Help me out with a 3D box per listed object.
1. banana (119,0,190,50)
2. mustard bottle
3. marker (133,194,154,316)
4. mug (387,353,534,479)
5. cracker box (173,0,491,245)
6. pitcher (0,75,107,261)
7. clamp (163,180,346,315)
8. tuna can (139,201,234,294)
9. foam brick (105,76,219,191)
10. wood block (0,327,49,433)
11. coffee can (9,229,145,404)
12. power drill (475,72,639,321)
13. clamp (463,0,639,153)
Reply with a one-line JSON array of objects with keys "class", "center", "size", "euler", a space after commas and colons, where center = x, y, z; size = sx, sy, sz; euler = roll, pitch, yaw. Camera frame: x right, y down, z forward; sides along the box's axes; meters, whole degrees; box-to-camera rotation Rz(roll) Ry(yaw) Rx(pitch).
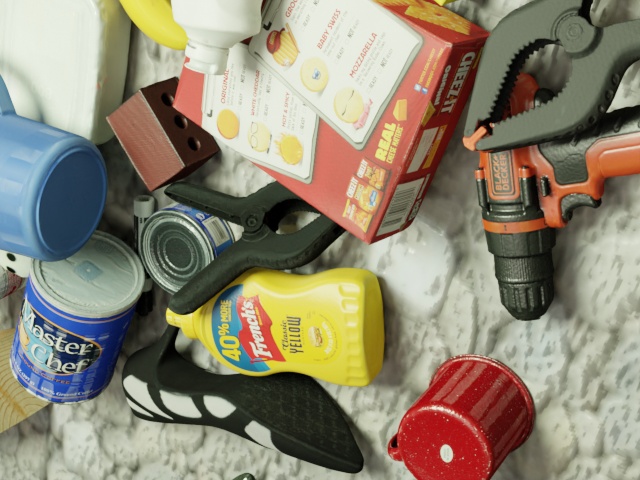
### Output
[{"class": "banana", "center": [-0.146, -0.237, 0.879], "size": [0.069, 0.037, 0.198], "euler": [-22, 101, 6]}, {"class": "mustard bottle", "center": [-0.044, 0.069, 0.909], "size": [0.192, 0.058, 0.096], "euler": [3, 109, 22]}, {"class": "marker", "center": [-0.166, 0.016, 1.001], "size": [0.020, 0.020, 0.121], "euler": [17, 117, 25]}, {"class": "mug", "center": [0.103, 0.152, 0.854], "size": [0.117, 0.081, 0.093], "euler": [-20, 98, 35]}, {"class": "cracker box", "center": [0.002, -0.124, 0.795], "size": [0.214, 0.071, 0.164], "euler": [36, 123, 26]}, {"class": "pitcher", "center": [-0.307, -0.073, 0.916], "size": [0.243, 0.145, 0.149], "euler": [16, 150, 23]}, {"class": "clamp", "center": [-0.056, 0.001, 0.880], "size": [0.172, 0.039, 0.120], "euler": [-5, 73, 20]}, {"class": "tuna can", "center": [-0.120, 0.007, 0.961], "size": [0.086, 0.033, 0.086], "euler": [12, 115, 27]}, {"class": "foam brick", "center": [-0.135, -0.091, 0.918], "size": [0.051, 0.052, 0.078], "euler": [-29, 93, 36]}, {"class": "wood block", "center": [-0.407, 0.159, 1.162], "size": [0.206, 0.090, 0.091], "euler": [-8, 104, 34]}, {"class": "coffee can", "center": [-0.229, 0.072, 0.998], "size": [0.103, 0.102, 0.140], "euler": [38, 133, 13]}, {"class": "power drill", "center": [0.199, -0.029, 0.737], "size": [0.188, 0.057, 0.184], "euler": [0, 108, 31]}, {"class": "clamp", "center": [0.165, -0.142, 0.688], "size": [0.210, 0.036, 0.165], "euler": [-40, 71, 22]}]
